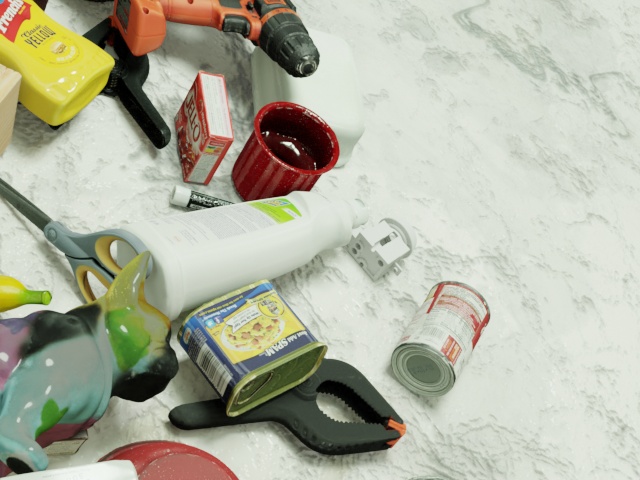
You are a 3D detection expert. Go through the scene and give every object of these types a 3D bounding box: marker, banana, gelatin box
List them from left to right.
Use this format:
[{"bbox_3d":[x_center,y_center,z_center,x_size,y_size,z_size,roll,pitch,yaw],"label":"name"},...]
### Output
[{"bbox_3d":[-0.313,0.057,0.825,0.197,0.070,0.037,-17,100,-32],"label":"banana"},{"bbox_3d":[-0.118,-0.113,1.068,0.030,0.073,0.089,7,53,-27],"label":"gelatin box"},{"bbox_3d":[-0.089,-0.030,1.057,0.121,0.020,0.020,16,49,-20],"label":"marker"}]

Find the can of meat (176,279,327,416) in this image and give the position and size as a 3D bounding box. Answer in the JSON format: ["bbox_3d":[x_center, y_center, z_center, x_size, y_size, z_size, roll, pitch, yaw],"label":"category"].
[{"bbox_3d":[-0.060,0.089,0.912,0.101,0.058,0.084,-23,61,-36],"label":"can of meat"}]

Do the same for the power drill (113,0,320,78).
[{"bbox_3d":[-0.108,-0.221,1.096,0.187,0.057,0.185,-1,35,-27],"label":"power drill"}]

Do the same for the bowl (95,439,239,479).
[{"bbox_3d":[-0.110,0.218,0.824,0.162,0.055,0.162,16,49,-19],"label":"bowl"}]

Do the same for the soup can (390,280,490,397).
[{"bbox_3d":[0.118,0.096,1.048,0.068,0.069,0.102,38,46,0],"label":"soup can"}]

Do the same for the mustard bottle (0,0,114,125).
[{"bbox_3d":[-0.292,-0.192,0.986,0.191,0.058,0.096,36,45,0],"label":"mustard bottle"}]

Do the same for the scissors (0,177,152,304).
[{"bbox_3d":[-0.215,-0.013,0.922,0.202,0.096,0.016,51,33,9],"label":"scissors"}]

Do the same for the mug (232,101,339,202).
[{"bbox_3d":[-0.031,-0.084,1.091,0.117,0.082,0.093,-28,73,-42],"label":"mug"}]

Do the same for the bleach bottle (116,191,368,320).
[{"bbox_3d":[-0.057,0.001,0.992,0.250,0.068,0.103,-15,34,-33],"label":"bleach bottle"}]

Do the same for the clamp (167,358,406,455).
[{"bbox_3d":[-0.026,0.140,0.948,0.210,0.036,0.164,30,47,-1],"label":"clamp"}]

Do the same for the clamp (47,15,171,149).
[{"bbox_3d":[-0.202,-0.159,1.077,0.120,0.039,0.171,20,48,-18],"label":"clamp"}]
